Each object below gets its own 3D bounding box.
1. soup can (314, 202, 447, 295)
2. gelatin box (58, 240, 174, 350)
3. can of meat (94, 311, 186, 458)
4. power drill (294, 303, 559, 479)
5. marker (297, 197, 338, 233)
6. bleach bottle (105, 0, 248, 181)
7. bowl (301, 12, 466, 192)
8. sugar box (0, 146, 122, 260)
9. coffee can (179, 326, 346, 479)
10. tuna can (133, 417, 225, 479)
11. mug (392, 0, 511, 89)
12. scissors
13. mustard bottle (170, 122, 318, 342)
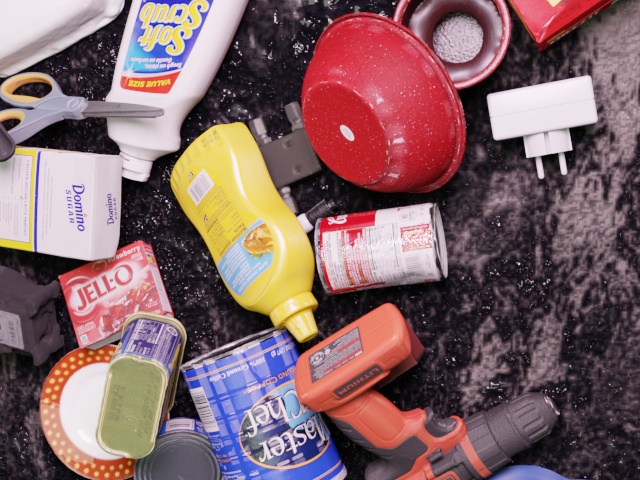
[{"bbox_3d":[0.052,0.007,0.907,0.102,0.068,0.068,-8,93,13],"label":"soup can"},{"bbox_3d":[-0.187,0.051,0.975,0.089,0.030,0.073,-22,75,10],"label":"gelatin box"},{"bbox_3d":[-0.156,0.126,0.923,0.057,0.084,0.102,13,110,-3],"label":"can of meat"},{"bbox_3d":[0.082,0.139,0.878,0.184,0.057,0.187,-33,119,12],"label":"power drill"},{"bbox_3d":[-0.035,0.000,0.951,0.121,0.020,0.020,-34,87,13],"label":"marker"},{"bbox_3d":[-0.122,-0.171,0.934,0.103,0.068,0.251,22,102,13],"label":"bleach bottle"},{"bbox_3d":[0.037,-0.098,0.860,0.162,0.055,0.162,30,140,29],"label":"bowl"},{"bbox_3d":[-0.261,-0.038,0.967,0.176,0.048,0.093,8,98,25],"label":"sugar box"},{"bbox_3d":[-0.050,0.156,0.926,0.103,0.102,0.140,-22,90,14],"label":"coffee can"},{"bbox_3d":[-0.125,0.205,0.970,0.086,0.034,0.086,-1,106,-5],"label":"tuna can"},{"bbox_3d":[0.103,-0.158,0.873,0.093,0.081,0.117,39,102,7],"label":"mug"},{"bbox_3d":[-0.229,-0.103,0.930,0.202,0.016,0.096,23,65,39],"label":"scissors"},{"bbox_3d":[-0.056,0.001,0.908,0.096,0.058,0.192,-44,69,41],"label":"mustard bottle"}]
